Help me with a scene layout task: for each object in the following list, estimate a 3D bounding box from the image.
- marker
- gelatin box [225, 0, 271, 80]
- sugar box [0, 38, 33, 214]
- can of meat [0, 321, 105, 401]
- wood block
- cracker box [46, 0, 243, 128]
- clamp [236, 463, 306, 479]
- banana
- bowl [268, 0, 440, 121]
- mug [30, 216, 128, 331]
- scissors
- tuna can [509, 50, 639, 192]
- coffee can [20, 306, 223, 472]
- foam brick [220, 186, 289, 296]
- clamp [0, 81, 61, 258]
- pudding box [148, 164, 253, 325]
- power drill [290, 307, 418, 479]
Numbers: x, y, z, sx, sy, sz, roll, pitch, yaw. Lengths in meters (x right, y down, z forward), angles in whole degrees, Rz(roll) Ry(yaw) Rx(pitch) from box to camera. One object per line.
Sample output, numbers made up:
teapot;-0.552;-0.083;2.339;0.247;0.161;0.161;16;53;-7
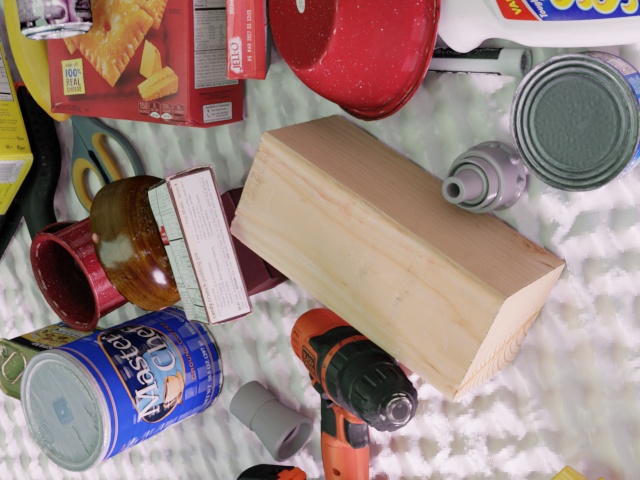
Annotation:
marker;0.084;-0.123;0.724;0.121;0.020;0.020;9;108;36
gelatin box;-0.052;-0.158;0.776;0.030;0.089;0.073;1;107;1
sugar box;-0.315;-0.121;0.981;0.093;0.048;0.176;-47;58;42
can of meat;-0.241;0.114;0.999;0.102;0.083;0.057;12;110;35
wood block;0.048;0.005;0.742;0.206;0.090;0.090;36;122;24
cracker box;-0.144;-0.202;0.844;0.164;0.071;0.214;11;108;35
clamp;-0.055;0.235;0.906;0.120;0.039;0.172;35;133;21
banana;-0.249;-0.203;0.935;0.070;0.037;0.198;3;96;43
bowl;0.010;-0.159;0.713;0.162;0.055;0.162;19;112;57
mug;-0.200;0.015;0.932;0.117;0.081;0.093;28;132;32
scissors;-0.227;-0.106;0.971;0.202;0.016;0.096;50;126;16
tuna can;0.164;-0.075;0.667;0.086;0.033;0.086;11;109;35
coffee can;-0.167;0.123;0.907;0.103;0.140;0.103;11;109;35
foam brick;-0.056;0.001;0.846;0.053;0.051;0.078;-31;83;40
clamp;-0.273;-0.042;1.006;0.165;0.036;0.210;27;115;39
pudding box;-0.089;0.005;0.788;0.090;0.039;0.113;174;77;-72
power drill;0.030;0.154;0.774;0.184;0.057;0.188;-142;46;-70
